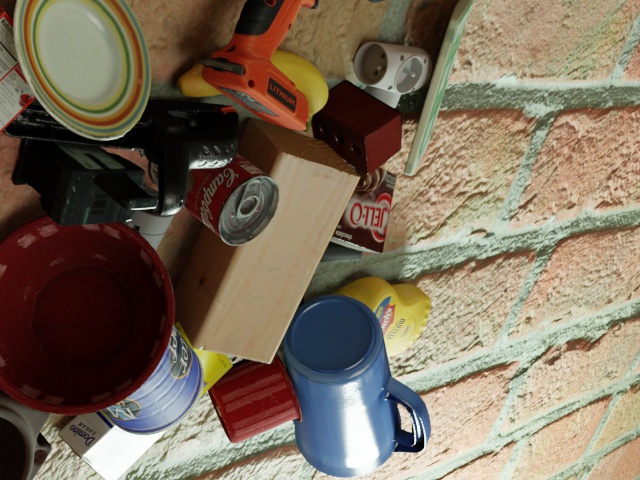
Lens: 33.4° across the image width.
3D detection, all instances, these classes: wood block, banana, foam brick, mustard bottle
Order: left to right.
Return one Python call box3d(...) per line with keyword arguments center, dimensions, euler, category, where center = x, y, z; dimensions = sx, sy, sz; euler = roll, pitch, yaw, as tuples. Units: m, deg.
box3d(center=(-0.057, 0.001, 1.019), dimensions=(0.090, 0.091, 0.206), euler=(15, 110, -31), category="wood block")
box3d(center=(-0.047, -0.142, 0.967), dimensions=(0.197, 0.037, 0.070), euler=(11, 112, -55), category="banana")
box3d(center=(0.036, -0.113, 1.063), dimensions=(0.051, 0.078, 0.053), euler=(-38, 145, -25), category="foam brick")
box3d(center=(0.060, 0.091, 1.305), dimensions=(0.096, 0.058, 0.191), euler=(-55, 148, 12), category="mustard bottle")

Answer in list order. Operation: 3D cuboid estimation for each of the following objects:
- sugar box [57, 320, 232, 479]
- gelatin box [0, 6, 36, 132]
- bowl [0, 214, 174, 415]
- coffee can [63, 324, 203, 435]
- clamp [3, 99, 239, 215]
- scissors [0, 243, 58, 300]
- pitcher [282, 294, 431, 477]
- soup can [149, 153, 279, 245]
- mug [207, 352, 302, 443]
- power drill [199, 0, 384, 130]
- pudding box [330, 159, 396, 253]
box3d(center=(-0.173, 0.160, 1.081), dimensions=(0.176, 0.048, 0.093), euler=(-47, 153, -14), category="sugar box")
box3d(center=(-0.241, -0.114, 0.754), dimensions=(0.089, 0.030, 0.073), euler=(-47, 146, -10), category="gelatin box")
box3d(center=(-0.196, 0.060, 0.863), dimensions=(0.162, 0.162, 0.055), euler=(-48, 175, -8), category="bowl")
box3d(center=(-0.177, 0.103, 0.973), dimensions=(0.102, 0.103, 0.140), euler=(-44, 146, -14), category="coffee can")
box3d(center=(-0.120, -0.075, 0.841), dimensions=(0.209, 0.165, 0.036), euler=(-18, 132, -54), category="clamp")
box3d(center=(-0.233, 0.026, 0.908), dimensions=(0.201, 0.016, 0.096), euler=(-41, 144, -18), category="scissors")
box3d(center=(0.033, 0.168, 1.218), dimensions=(0.149, 0.145, 0.243), euler=(-21, 147, -8), category="pitcher")
box3d(center=(-0.094, -0.050, 0.933), dimensions=(0.068, 0.102, 0.068), euler=(-32, 142, -30), category="soup can")
box3d(center=(-0.079, 0.160, 1.166), dimensions=(0.081, 0.093, 0.117), euler=(-22, 104, -12), category="mug")
box3d(center=(-0.014, -0.193, 0.907), dimensions=(0.184, 0.057, 0.187), euler=(27, 82, -50), category="power drill")
box3d(center=(0.035, -0.039, 1.140), dimensions=(0.113, 0.039, 0.090), euler=(17, 82, -55), category="pudding box")
